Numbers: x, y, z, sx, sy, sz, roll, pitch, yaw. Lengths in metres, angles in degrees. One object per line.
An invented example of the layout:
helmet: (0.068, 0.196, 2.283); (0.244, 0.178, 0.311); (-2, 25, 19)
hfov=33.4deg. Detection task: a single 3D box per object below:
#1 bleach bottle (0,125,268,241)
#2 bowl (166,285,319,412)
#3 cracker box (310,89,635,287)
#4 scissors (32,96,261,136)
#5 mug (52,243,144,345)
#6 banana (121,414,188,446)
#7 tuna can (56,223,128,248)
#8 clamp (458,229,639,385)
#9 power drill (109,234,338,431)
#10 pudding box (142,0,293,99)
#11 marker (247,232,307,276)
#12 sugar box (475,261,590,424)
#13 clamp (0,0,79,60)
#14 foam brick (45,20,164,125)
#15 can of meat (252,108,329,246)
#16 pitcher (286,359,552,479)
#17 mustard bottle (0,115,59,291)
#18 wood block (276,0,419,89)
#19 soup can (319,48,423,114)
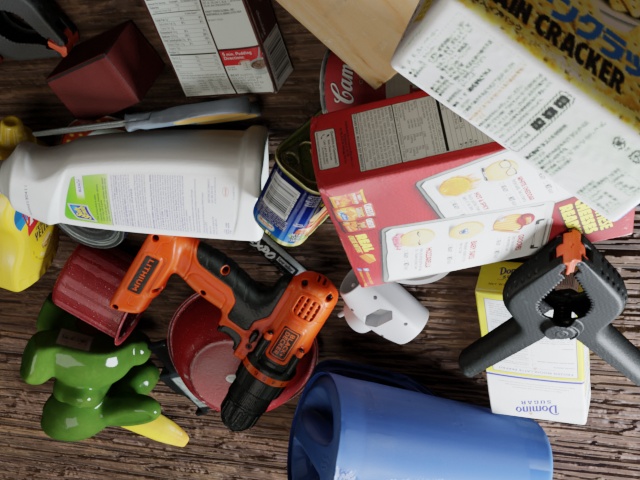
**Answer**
bleach bottle: (-0.173, -0.056, 0.931); (0.251, 0.068, 0.103); (4, 127, 2)
bowl: (-0.084, 0.125, 1.093); (0.162, 0.055, 0.162); (3, 119, 6)
cracker box: (0.113, -0.047, 0.769); (0.214, 0.072, 0.164); (-13, 151, 8)
scissors: (-0.137, -0.102, 0.904); (0.202, 0.096, 0.016); (-4, 93, 30)
mug: (-0.220, 0.049, 1.106); (0.081, 0.093, 0.117); (29, 175, 3)
banana: (-0.259, 0.212, 1.325); (0.198, 0.037, 0.069); (11, 155, 17)
tuna can: (-0.217, -0.033, 1.017); (0.086, 0.033, 0.086); (14, 139, 13)
clamp: (0.204, 0.063, 0.860); (0.164, 0.036, 0.210); (5, 146, 3)
power drill: (-0.101, 0.075, 1.014); (0.187, 0.057, 0.185); (30, 109, -5)
pudding box: (-0.082, -0.168, 0.843); (0.090, 0.039, 0.113); (1, 132, 25)
marker: (-0.057, 0.001, 1.019); (0.121, 0.020, 0.020); (43, 136, -19)
sugar box: (0.197, 0.095, 0.975); (0.093, 0.048, 0.176); (5, 138, 19)
clamp: (-0.288, -0.208, 0.899); (0.171, 0.039, 0.120); (16, 143, 1)
foam brick: (-0.182, -0.142, 0.906); (0.078, 0.053, 0.051); (-14, 126, 37)
can of meat: (-0.005, -0.053, 0.875); (0.057, 0.102, 0.084); (40, 142, 7)
pitcher: (0.096, 0.202, 1.043); (0.242, 0.149, 0.145); (12, 171, -20)
mustard bottle: (-0.290, -0.044, 1.026); (0.058, 0.096, 0.192); (19, 138, 7)
wood block: (0.001, -0.214, 0.715); (0.206, 0.090, 0.090); (40, 137, -17)
soup can: (0.058, -0.116, 0.805); (0.102, 0.068, 0.068); (3, 134, 22)
